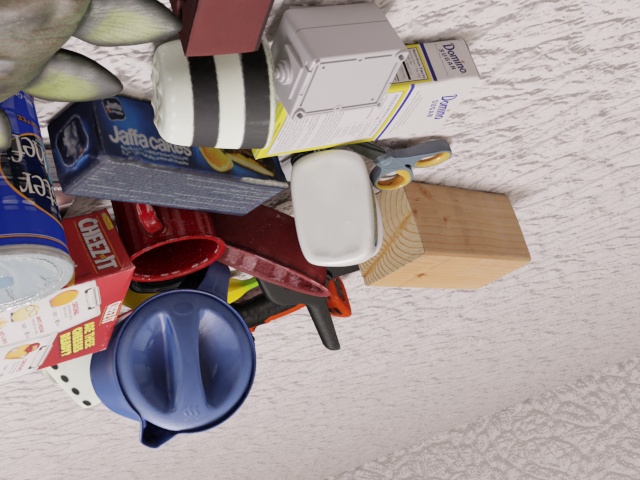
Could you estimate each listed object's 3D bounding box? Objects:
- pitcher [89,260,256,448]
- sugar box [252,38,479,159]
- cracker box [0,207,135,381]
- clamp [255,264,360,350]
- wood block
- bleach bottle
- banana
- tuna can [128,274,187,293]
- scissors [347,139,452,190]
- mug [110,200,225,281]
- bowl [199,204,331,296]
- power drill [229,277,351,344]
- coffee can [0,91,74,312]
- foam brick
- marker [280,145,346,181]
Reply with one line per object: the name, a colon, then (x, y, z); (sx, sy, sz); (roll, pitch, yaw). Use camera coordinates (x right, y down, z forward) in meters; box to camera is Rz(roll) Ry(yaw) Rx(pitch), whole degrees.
pitcher: (-0.157, 0.116, 1.078); (0.149, 0.145, 0.243); (-24, -179, -22)
sugar box: (0.032, -0.117, 0.877); (0.176, 0.048, 0.093); (-13, 161, -24)
cracker box: (-0.278, 0.061, 0.895); (0.213, 0.072, 0.164); (-17, 158, -29)
clamp: (-0.008, 0.050, 1.223); (0.209, 0.036, 0.165); (14, 114, -38)
wood block: (0.137, -0.002, 1.214); (0.205, 0.090, 0.091); (4, 152, -47)
bleach bottle: (0.026, -0.028, 1.024); (0.068, 0.102, 0.250); (-6, 180, 8)
banana: (-0.162, 0.057, 1.201); (0.197, 0.037, 0.070); (-2, 142, -39)
tuna can: (-0.163, 0.024, 1.108); (0.086, 0.034, 0.086); (-16, 161, -6)
scissors: (0.078, -0.086, 1.020); (0.096, 0.016, 0.201); (-23, 166, 3)
mug: (-0.141, -0.023, 0.929); (0.093, 0.081, 0.117); (-19, 161, 5)
bowl: (-0.057, 0.001, 1.040); (0.162, 0.055, 0.162); (20, 171, 3)
power drill: (-0.059, 0.095, 1.354); (0.188, 0.057, 0.184); (-20, 161, 6)
coffee can: (-0.235, -0.032, 0.733); (0.102, 0.140, 0.103); (-15, 161, -6)
foam brick: (-0.062, -0.159, 0.670); (0.051, 0.053, 0.078); (-10, 158, -20)
marker: (0.012, -0.089, 0.973); (0.121, 0.020, 0.020); (-30, 157, 31)
